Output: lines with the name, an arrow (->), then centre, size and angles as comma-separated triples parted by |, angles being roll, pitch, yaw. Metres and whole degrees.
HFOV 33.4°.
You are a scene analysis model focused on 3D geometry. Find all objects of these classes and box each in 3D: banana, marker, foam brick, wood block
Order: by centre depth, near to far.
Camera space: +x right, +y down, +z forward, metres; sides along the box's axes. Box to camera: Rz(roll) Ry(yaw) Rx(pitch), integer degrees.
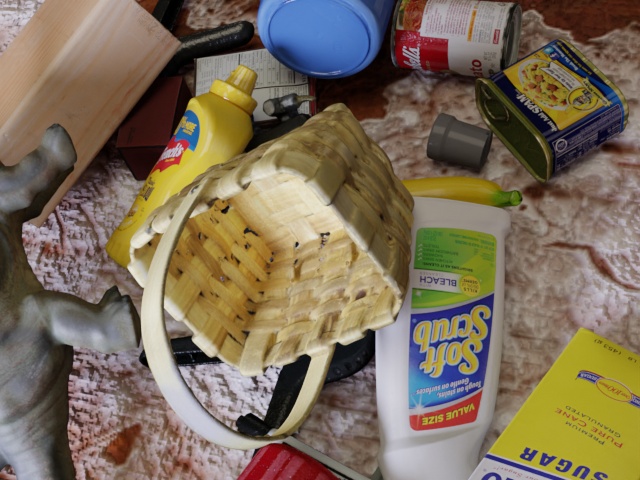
marker -> -0.010, 0.154, 0.756 | 0.121, 0.020, 0.020 | 25, 68, 25
banana -> 0.061, -0.032, 0.863 | 0.198, 0.069, 0.037 | -5, 82, 7
wood block -> -0.232, -0.129, 0.939 | 0.206, 0.090, 0.091 | -52, 44, -2
foam brick -> -0.146, -0.101, 0.965 | 0.053, 0.051, 0.078 | -2, 59, 14

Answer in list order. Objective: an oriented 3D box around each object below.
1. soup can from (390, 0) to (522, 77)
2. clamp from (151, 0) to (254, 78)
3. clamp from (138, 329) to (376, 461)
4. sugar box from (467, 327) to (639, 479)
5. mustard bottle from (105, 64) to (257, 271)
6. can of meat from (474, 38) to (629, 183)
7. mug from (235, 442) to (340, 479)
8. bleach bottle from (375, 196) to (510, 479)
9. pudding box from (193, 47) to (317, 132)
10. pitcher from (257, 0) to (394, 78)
soup can -> 0.120, -0.180, 0.937 | 0.102, 0.068, 0.068 | 11, 63, 19
clamp -> -0.160, -0.190, 1.029 | 0.171, 0.039, 0.120 | -33, 53, -6
clamp -> -0.019, 0.095, 0.825 | 0.210, 0.036, 0.165 | -31, 58, -6
sugar box -> 0.172, 0.145, 0.717 | 0.093, 0.048, 0.176 | 27, 51, 25
mustard bottle -> -0.106, -0.058, 0.880 | 0.191, 0.058, 0.096 | -60, 22, -1
can of meat -> 0.191, -0.111, 0.885 | 0.084, 0.057, 0.102 | -31, 58, -8
mug -> -0.021, 0.192, 0.713 | 0.117, 0.093, 0.081 | -1, 43, 51
bleach bottle -> 0.091, 0.096, 0.778 | 0.102, 0.068, 0.251 | 8, 66, -14
pudding box -> -0.059, -0.130, 0.969 | 0.113, 0.039, 0.090 | -6, 57, 7
pitcher -> 0.025, -0.269, 0.950 | 0.145, 0.149, 0.242 | 4, 54, 11
